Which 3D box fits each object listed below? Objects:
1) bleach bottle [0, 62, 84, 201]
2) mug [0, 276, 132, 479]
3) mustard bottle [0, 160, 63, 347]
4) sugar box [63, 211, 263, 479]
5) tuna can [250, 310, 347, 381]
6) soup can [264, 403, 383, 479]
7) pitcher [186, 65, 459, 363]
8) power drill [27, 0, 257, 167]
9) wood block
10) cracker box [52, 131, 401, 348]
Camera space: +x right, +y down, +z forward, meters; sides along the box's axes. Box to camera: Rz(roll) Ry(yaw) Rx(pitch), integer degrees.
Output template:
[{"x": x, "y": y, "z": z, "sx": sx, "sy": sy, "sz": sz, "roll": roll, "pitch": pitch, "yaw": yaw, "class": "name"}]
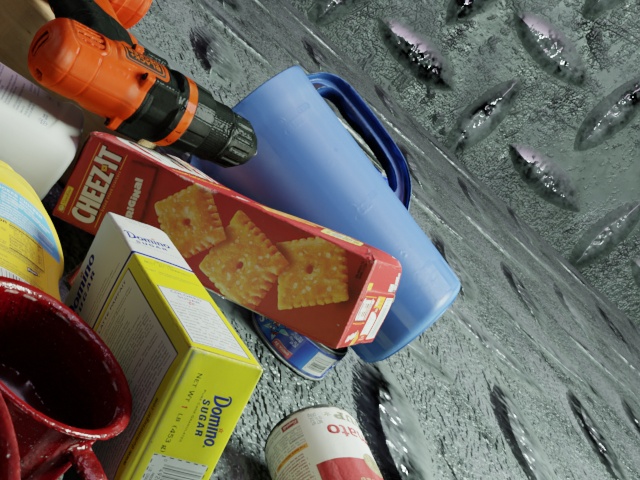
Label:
[{"x": -0.276, "y": -0.121, "z": 0.695, "sx": 0.250, "sy": 0.068, "sz": 0.102, "roll": 36, "pitch": 14, "yaw": -22, "class": "bleach bottle"}, {"x": -0.137, "y": 0.085, "z": 0.466, "sx": 0.117, "sy": 0.081, "sz": 0.093, "roll": 49, "pitch": 15, "yaw": 16, "class": "mug"}, {"x": -0.187, "y": 0.006, "z": 0.591, "sx": 0.096, "sy": 0.058, "sz": 0.192, "roll": 34, "pitch": 18, "yaw": -32, "class": "mustard bottle"}, {"x": -0.093, "y": 0.060, "z": 0.554, "sx": 0.048, "sy": 0.093, "sz": 0.176, "roll": 22, "pitch": 12, "yaw": -27, "class": "sugar box"}, {"x": -0.017, "y": 0.077, "z": 0.911, "sx": 0.086, "sy": 0.034, "sz": 0.086, "roll": 41, "pitch": 15, "yaw": -14, "class": "tuna can"}, {"x": 0.008, "y": 0.162, "z": 0.679, "sx": 0.068, "sy": 0.068, "sz": 0.102, "roll": 35, "pitch": 17, "yaw": -35, "class": "soup can"}, {"x": 0.012, "y": -0.025, "z": 0.912, "sx": 0.243, "sy": 0.149, "sz": 0.145, "roll": 50, "pitch": 13, "yaw": -1, "class": "pitcher"}, {"x": -0.136, "y": -0.141, "z": 0.773, "sx": 0.184, "sy": 0.057, "sz": 0.188, "roll": 27, "pitch": 26, "yaw": -43, "class": "power drill"}, {"x": -0.217, "y": -0.137, "z": 0.840, "sx": 0.206, "sy": 0.090, "sz": 0.090, "roll": 44, "pitch": 15, "yaw": -1, "class": "wood block"}, {"x": -0.055, "y": 0.001, "z": 0.760, "sx": 0.214, "sy": 0.072, "sz": 0.164, "roll": 25, "pitch": 2, "yaw": 12, "class": "cracker box"}]
